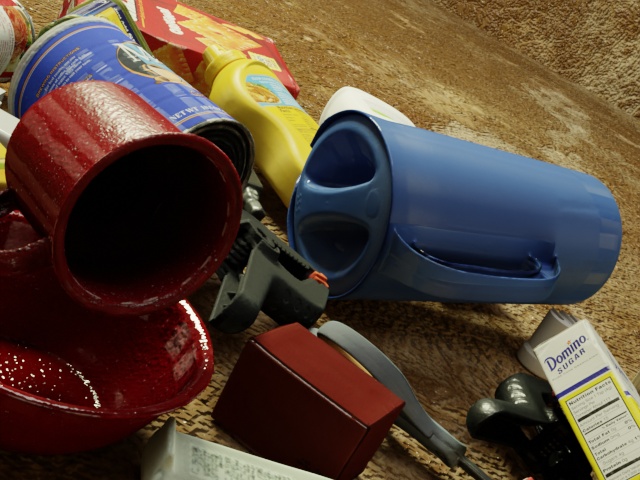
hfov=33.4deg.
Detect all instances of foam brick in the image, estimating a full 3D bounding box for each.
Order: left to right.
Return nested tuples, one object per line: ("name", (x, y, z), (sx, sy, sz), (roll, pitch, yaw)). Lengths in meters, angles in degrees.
("foam brick", (-0.007, 0.088, 0.559), (0.078, 0.053, 0.051), (36, 21, 17))

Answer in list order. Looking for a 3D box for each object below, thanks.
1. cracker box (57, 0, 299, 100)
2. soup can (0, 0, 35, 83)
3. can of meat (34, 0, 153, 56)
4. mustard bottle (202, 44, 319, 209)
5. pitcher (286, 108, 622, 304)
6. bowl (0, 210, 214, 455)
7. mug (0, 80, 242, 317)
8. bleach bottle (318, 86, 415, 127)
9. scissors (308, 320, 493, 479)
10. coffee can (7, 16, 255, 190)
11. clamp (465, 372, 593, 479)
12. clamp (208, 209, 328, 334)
("cracker box", (-0.138, -0.180, 1.014), (0.213, 0.072, 0.164), (19, 21, -21))
("soup can", (-0.264, -0.145, 0.771), (0.068, 0.069, 0.102), (33, 21, 13))
("can of meat", (-0.171, -0.135, 0.836), (0.102, 0.057, 0.084), (62, 16, -16))
("mustard bottle", (-0.040, -0.096, 0.897), (0.192, 0.058, 0.096), (52, 24, 21))
("pitcher", (0.111, -0.008, 0.792), (0.242, 0.145, 0.149), (7, 69, -31))
("bowl", (-0.133, 0.048, 0.489), (0.162, 0.055, 0.162), (24, 20, -10))
("mug", (-0.106, -0.019, 0.495), (0.117, 0.093, 0.082), (-28, 43, -21))
("bleach bottle", (0.050, -0.092, 0.987), (0.102, 0.068, 0.251), (27, 9, -5))
("scissors", (0.065, 0.107, 0.598), (0.202, 0.016, 0.096), (35, -18, 20))
("coffee can", (-0.128, -0.073, 0.720), (0.140, 0.103, 0.102), (39, 23, 27))
("clamp", (0.145, 0.133, 0.656), (0.120, 0.039, 0.171), (56, 18, 7))
("clamp", (-0.054, 0.001, 0.638), (0.165, 0.036, 0.209), (51, 9, 22))
